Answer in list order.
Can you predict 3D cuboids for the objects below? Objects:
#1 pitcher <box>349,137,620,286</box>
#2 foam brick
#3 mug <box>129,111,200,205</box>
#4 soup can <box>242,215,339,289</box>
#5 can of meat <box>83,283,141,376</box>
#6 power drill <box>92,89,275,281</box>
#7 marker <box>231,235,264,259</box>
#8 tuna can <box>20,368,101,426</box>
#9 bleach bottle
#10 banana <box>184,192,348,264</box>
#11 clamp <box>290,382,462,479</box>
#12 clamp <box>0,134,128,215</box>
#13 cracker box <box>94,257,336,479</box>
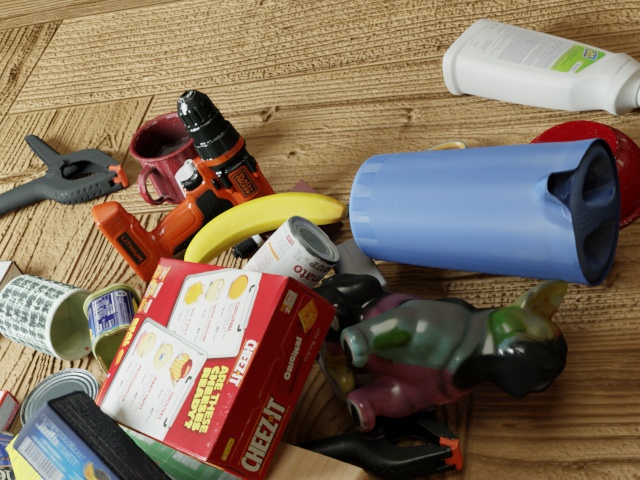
[{"bbox_3d":[0.160,-0.026,1.028,0.243,0.149,0.144,3,32,33],"label":"pitcher"},{"bbox_3d":[-0.025,-0.017,1.178,0.078,0.051,0.053,-42,45,-10],"label":"foam brick"},{"bbox_3d":[-0.182,-0.091,1.309,0.093,0.081,0.117,9,50,31],"label":"mug"},{"bbox_3d":[-0.037,0.032,1.085,0.102,0.068,0.068,-47,37,20],"label":"soup can"},{"bbox_3d":[-0.195,0.108,1.078,0.057,0.102,0.084,-24,30,-3],"label":"can of meat"},{"bbox_3d":[-0.159,-0.055,1.199,0.187,0.184,0.057,-33,28,1],"label":"power drill"},{"bbox_3d":[-0.050,-0.016,1.220,0.121,0.020,0.020,-35,43,-14],"label":"marker"},{"bbox_3d":[-0.261,0.175,1.098,0.086,0.033,0.086,-12,42,11],"label":"tuna can"},{"bbox_3d":[0.271,-0.190,1.234,0.251,0.068,0.102,23,58,36],"label":"bleach bottle"},{"bbox_3d":[-0.067,-0.013,1.137,0.198,0.037,0.070,-25,64,9],"label":"banana"},{"bbox_3d":[0.050,0.168,0.968,0.172,0.039,0.120,3,46,23],"label":"clamp"},{"bbox_3d":[-0.351,-0.077,1.402,0.210,0.036,0.164,7,48,29],"label":"clamp"},{"bbox_3d":[-0.100,0.108,0.948,0.214,0.072,0.164,6,68,52],"label":"cracker box"}]
